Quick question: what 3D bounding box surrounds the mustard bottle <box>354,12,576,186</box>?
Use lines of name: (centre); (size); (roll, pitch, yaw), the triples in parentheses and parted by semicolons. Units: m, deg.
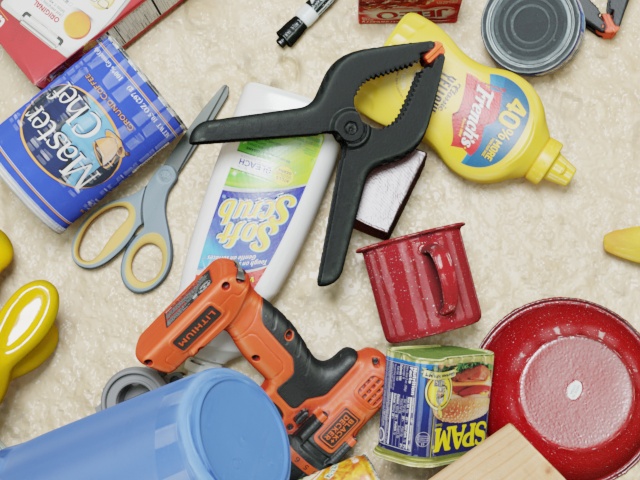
mustard bottle: (0.130, -0.104, 0.900); (0.191, 0.058, 0.096); (33, 93, 6)

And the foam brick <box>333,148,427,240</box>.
foam brick: (0.050, -0.045, 0.899); (0.051, 0.053, 0.078); (26, 85, 6)

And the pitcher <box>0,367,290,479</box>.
pitcher: (-0.134, 0.188, 0.791); (0.243, 0.149, 0.145); (-27, 72, 32)

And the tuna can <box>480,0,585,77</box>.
tuna can: (0.180, -0.183, 0.907); (0.086, 0.033, 0.086); (2, 96, 18)

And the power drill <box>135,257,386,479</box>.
power drill: (-0.054, 0.120, 0.851); (0.187, 0.057, 0.184); (42, 92, -20)

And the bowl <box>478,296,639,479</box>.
bowl: (0.203, 0.124, 0.868); (0.162, 0.055, 0.162); (0, 82, 3)

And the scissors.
scissors: (-0.127, -0.036, 0.927); (0.201, 0.016, 0.096); (-41, 84, -3)

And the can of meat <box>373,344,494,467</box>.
can of meat: (0.092, 0.128, 0.844); (0.058, 0.101, 0.084); (7, 93, 44)

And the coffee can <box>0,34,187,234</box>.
coffee can: (-0.197, -0.088, 0.893); (0.140, 0.103, 0.103); (-40, 82, -3)

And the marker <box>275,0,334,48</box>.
marker: (0.005, -0.216, 0.942); (0.020, 0.020, 0.121); (43, 87, 7)

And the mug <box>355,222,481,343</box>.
mug: (0.086, 0.034, 0.858); (0.093, 0.117, 0.081); (-13, 86, -15)

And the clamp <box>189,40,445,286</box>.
clamp: (0.011, -0.091, 0.851); (0.164, 0.036, 0.210); (41, 87, -8)

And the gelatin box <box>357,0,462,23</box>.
gelatin box: (0.076, -0.209, 0.910); (0.089, 0.073, 0.030); (1, 83, 2)

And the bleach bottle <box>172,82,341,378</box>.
bleach bottle: (-0.056, 0.001, 0.896); (0.102, 0.068, 0.251); (17, 86, 1)

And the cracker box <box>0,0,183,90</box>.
cracker box: (-0.205, -0.252, 0.933); (0.213, 0.072, 0.164); (-39, 82, -2)
